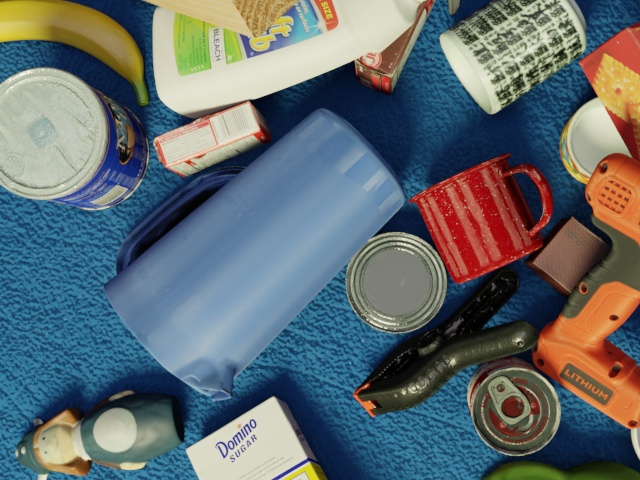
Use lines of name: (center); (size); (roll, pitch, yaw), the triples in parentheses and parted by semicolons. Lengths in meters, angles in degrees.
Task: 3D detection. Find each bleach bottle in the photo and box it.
bleach bottle: (-0.020, -0.178, 0.857); (0.251, 0.068, 0.102); (-15, 69, 30)

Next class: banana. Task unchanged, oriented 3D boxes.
banana: (-0.238, -0.181, 0.947); (0.198, 0.037, 0.069); (18, 89, 5)

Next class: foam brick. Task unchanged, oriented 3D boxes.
foam brick: (0.219, 0.024, 0.893); (0.078, 0.051, 0.053); (41, 91, 5)

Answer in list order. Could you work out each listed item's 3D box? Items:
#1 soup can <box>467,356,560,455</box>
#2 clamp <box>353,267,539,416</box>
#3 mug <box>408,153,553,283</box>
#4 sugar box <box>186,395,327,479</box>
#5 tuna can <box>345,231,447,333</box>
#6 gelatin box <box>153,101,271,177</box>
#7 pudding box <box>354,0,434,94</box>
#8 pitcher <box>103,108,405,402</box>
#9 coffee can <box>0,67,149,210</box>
soup can: (0.155, 0.132, 0.869); (0.068, 0.102, 0.068); (0, 89, 5)
clamp: (0.105, 0.086, 0.891); (0.172, 0.120, 0.039); (-30, 103, 22)
mug: (0.140, -0.020, 0.873); (0.117, 0.093, 0.081); (-28, 85, 38)
sugar box: (-0.031, 0.229, 0.890); (0.093, 0.048, 0.176); (-31, 66, 3)
tuna can: (0.065, 0.036, 0.915); (0.086, 0.033, 0.086); (0, 88, 5)
gelatin box: (-0.091, -0.086, 0.913); (0.089, 0.073, 0.030); (-21, 86, 5)
pudding box: (0.066, -0.184, 0.894); (0.039, 0.090, 0.113); (26, 90, 3)
pitcher: (-0.056, 0.001, 0.889); (0.243, 0.145, 0.149); (-43, 97, -1)
coffee can: (-0.209, -0.080, 0.889); (0.103, 0.140, 0.103); (0, 88, 5)
